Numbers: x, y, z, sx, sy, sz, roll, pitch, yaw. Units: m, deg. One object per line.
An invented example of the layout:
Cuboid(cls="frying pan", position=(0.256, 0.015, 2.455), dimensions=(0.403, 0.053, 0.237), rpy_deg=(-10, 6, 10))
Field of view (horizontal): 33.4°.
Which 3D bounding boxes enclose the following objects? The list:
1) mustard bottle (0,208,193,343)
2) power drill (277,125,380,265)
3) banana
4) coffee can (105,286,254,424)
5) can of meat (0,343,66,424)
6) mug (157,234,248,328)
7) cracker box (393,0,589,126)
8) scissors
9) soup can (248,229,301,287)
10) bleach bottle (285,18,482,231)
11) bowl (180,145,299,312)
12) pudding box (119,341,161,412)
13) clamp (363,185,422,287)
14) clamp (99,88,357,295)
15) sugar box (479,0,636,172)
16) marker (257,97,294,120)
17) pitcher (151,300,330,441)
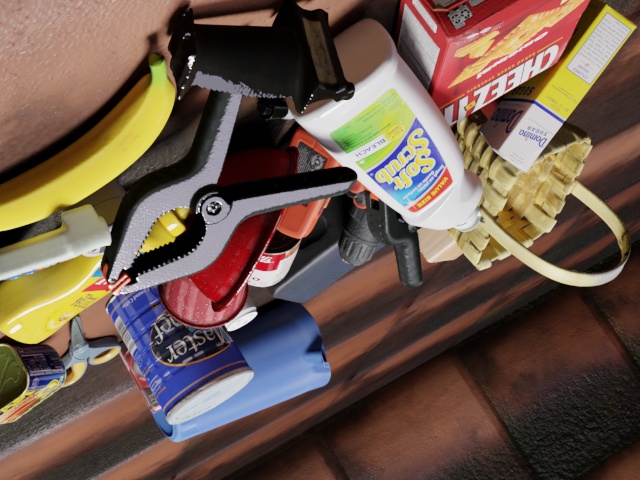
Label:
Cuboid(cls="mustard bottle", position=(-0.186, 0.014, 0.910), dimensions=(0.191, 0.058, 0.096), rpy_deg=(-34, 167, 4))
Cuboid(cls="power drill", position=(0.026, -0.049, 1.049), dimensions=(0.187, 0.057, 0.184), rpy_deg=(-11, 128, -56))
Cuboid(cls="banana", position=(-0.169, -0.062, 0.752), dimensions=(0.198, 0.037, 0.069), rpy_deg=(-38, 146, 14))
Cuboid(cls="coffee can", position=(-0.148, 0.107, 1.125), dimensions=(0.102, 0.140, 0.103), rpy_deg=(-30, 165, -9))
Cuboid(cls="can of meat", position=(-0.318, 0.146, 1.074), dimensions=(0.102, 0.057, 0.083), rpy_deg=(-35, 168, 11))
Cuboid(cls="mug", position=(-0.123, 0.027, 1.051), dimensions=(0.117, 0.093, 0.082), rpy_deg=(8, 150, -8))
Cuboid(cls="cracker box", position=(0.149, -0.186, 0.923), dimensions=(0.164, 0.072, 0.214), rpy_deg=(-30, 166, -9))
Cuboid(cls="scissors", position=(-0.250, 0.111, 1.176), dimensions=(0.096, 0.016, 0.202), rpy_deg=(-24, 163, -35))
Cuboid(cls="soup can", position=(-0.057, 0.001, 1.115), dimensions=(0.068, 0.068, 0.102), rpy_deg=(-27, 165, -20))
Cuboid(cls="bleach bottle", position=(0.078, -0.080, 0.924), dimensions=(0.103, 0.068, 0.250), rpy_deg=(-34, 138, 17))
Cuboid(cls="bowl", position=(-0.080, -0.021, 0.930), dimensions=(0.162, 0.055, 0.162), rpy_deg=(-58, -165, 24))
Cuboid(cls="pudding box", position=(-0.174, 0.140, 1.282), dimensions=(0.113, 0.090, 0.039), rpy_deg=(-28, 166, -18))
Cuboid(cls="clamp", position=(0.084, -0.017, 1.065), dimensions=(0.171, 0.039, 0.120), rpy_deg=(17, 87, -58))
Cuboid(cls="clamp", position=(-0.078, -0.031, 0.818), dimensions=(0.210, 0.036, 0.164), rpy_deg=(-46, 128, 5))
Cuboid(cls="sugar box", position=(0.234, -0.160, 1.073), dimensions=(0.176, 0.048, 0.093), rpy_deg=(-53, -166, 14))
Cuboid(cls="marker", position=(-0.015, -0.114, 0.924), dimensions=(0.020, 0.020, 0.120), rpy_deg=(-41, 163, 30))
Cuboid(cls="pitcher", position=(-0.121, 0.184, 1.493), dimensions=(0.242, 0.145, 0.149), rpy_deg=(-21, 150, -26))
